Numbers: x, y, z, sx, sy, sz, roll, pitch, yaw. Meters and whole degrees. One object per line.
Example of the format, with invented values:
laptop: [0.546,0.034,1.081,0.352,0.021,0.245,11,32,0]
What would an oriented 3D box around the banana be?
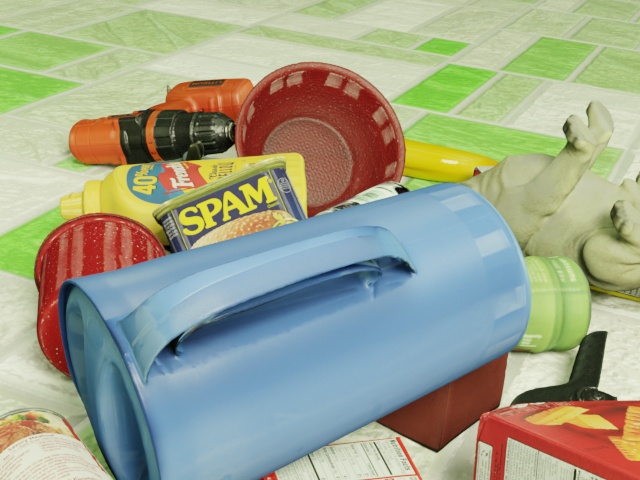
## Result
banana: [0.092,-0.092,1.123,0.198,0.037,0.069,17,27,27]

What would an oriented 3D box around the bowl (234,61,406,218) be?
bowl: [-0.005,-0.081,0.990,0.162,0.162,0.055,-3,-14,-16]

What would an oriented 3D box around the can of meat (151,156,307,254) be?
can of meat: [-0.055,0.001,0.752,0.102,0.084,0.057,-23,-10,-5]

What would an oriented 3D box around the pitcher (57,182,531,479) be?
pitcher: [-0.006,0.045,0.571,0.242,0.145,0.149,-19,22,-25]

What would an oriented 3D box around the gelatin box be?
gelatin box: [0.013,0.142,0.576,0.089,0.030,0.073,-3,23,-14]

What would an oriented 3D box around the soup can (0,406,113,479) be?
soup can: [-0.128,0.135,0.518,0.068,0.068,0.102,-13,29,-35]

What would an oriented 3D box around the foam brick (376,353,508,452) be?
foam brick: [0.077,0.089,0.683,0.053,0.051,0.078,21,28,33]

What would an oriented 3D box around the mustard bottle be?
mustard bottle: [-0.107,-0.031,0.835,0.191,0.058,0.096,-4,29,-1]

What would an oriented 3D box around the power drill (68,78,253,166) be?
power drill: [-0.136,-0.123,1.091,0.185,0.057,0.187,1,18,24]

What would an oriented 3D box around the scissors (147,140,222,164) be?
scissors: [-0.132,-0.070,0.961,0.096,0.016,0.201,-6,-3,7]

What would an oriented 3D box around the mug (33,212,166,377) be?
mug: [-0.136,0.047,0.714,0.117,0.093,0.081,35,17,-25]
